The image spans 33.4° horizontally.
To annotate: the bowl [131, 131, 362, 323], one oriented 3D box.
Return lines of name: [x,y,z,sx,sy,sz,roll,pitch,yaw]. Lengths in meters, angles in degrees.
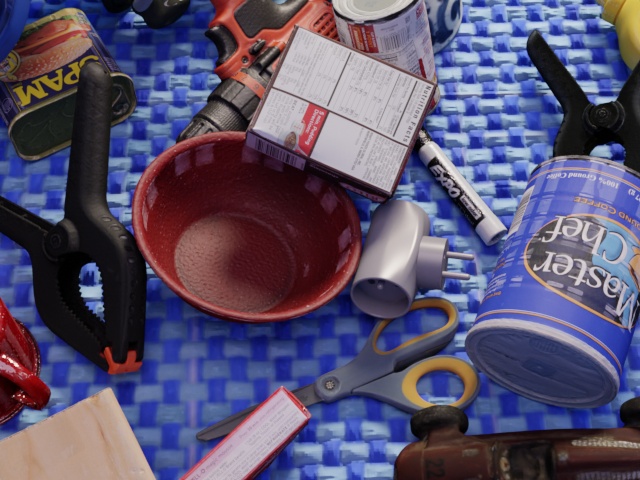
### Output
bowl: [-0.055,0.001,0.752,0.162,0.055,0.162,8,53,-11]

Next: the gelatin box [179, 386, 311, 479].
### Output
gelatin box: [-0.046,0.134,0.674,0.089,0.073,0.030,-43,82,-10]

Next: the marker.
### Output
marker: [0.099,-0.047,0.812,0.020,0.020,0.121,-28,66,-15]

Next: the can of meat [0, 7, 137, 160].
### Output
can of meat: [-0.207,-0.123,0.830,0.102,0.057,0.084,-27,63,-14]

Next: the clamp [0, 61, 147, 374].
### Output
clamp: [-0.183,0.001,0.754,0.165,0.036,0.210,-27,76,27]

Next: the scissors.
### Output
scissors: [0.024,0.111,0.729,0.201,0.016,0.096,-34,67,-17]

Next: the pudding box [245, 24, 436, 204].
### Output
pudding box: [0.015,-0.089,0.757,0.113,0.039,0.090,24,80,-2]

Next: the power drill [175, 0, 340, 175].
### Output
power drill: [-0.087,-0.166,0.804,0.184,0.057,0.187,-49,112,-23]

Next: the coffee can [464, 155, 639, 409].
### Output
coffee can: [0.169,0.028,0.725,0.103,0.103,0.140,21,63,10]

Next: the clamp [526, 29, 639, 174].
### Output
clamp: [0.225,-0.096,0.807,0.120,0.039,0.171,-14,72,27]

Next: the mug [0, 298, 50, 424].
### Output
mug: [-0.231,0.078,0.707,0.117,0.081,0.093,28,65,14]

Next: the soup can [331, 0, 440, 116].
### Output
soup can: [0.050,-0.144,0.806,0.068,0.102,0.068,-9,45,9]

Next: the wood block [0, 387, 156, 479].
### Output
wood block: [-0.113,0.201,0.612,0.090,0.091,0.206,-26,79,-13]
